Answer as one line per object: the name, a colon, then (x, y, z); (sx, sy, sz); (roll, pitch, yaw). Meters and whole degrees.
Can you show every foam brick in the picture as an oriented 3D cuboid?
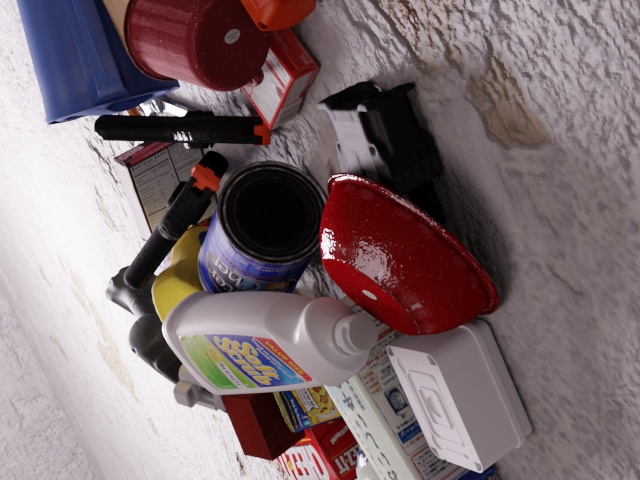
foam brick: (-0.060, 0.182, 1.116); (0.051, 0.052, 0.078); (0, 114, 49)

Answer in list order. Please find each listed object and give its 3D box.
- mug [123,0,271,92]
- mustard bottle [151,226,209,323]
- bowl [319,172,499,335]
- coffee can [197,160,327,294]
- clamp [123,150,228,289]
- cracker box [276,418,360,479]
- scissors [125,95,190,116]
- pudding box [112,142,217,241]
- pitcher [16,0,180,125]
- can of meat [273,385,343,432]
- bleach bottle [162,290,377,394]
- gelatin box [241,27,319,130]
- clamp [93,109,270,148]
mug: (-0.087, -0.157, 0.843); (0.082, 0.093, 0.117); (24, 166, 42)
mustard bottle: (-0.122, 0.038, 1.143); (0.096, 0.058, 0.191); (53, -161, -18)
bowl: (0.053, 0.022, 0.806); (0.162, 0.055, 0.162); (37, 165, 11)
coffee can: (-0.057, 0.001, 1.007); (0.103, 0.102, 0.140); (55, 156, 12)
clamp: (-0.134, -0.027, 1.033); (0.036, 0.164, 0.210); (34, 168, -8)
cracker box: (-0.036, 0.174, 1.206); (0.214, 0.072, 0.164); (59, 156, 0)
scissors: (-0.188, -0.168, 1.181); (0.202, 0.016, 0.096); (3, 120, 63)
pudding box: (-0.168, -0.060, 1.174); (0.039, 0.090, 0.113); (31, 144, 47)
pitcher: (-0.229, -0.239, 1.012); (0.149, 0.144, 0.243); (-11, 99, 37)
can of meat: (-0.005, 0.135, 1.063); (0.057, 0.084, 0.102); (-101, -8, -67)
bleach bottle: (-0.040, 0.082, 0.923); (0.102, 0.068, 0.251); (54, 148, -14)
gelatin box: (-0.041, -0.147, 0.895); (0.073, 0.030, 0.089); (55, 154, 12)
clamp: (-0.115, -0.106, 1.017); (0.172, 0.120, 0.039); (6, 103, 23)
